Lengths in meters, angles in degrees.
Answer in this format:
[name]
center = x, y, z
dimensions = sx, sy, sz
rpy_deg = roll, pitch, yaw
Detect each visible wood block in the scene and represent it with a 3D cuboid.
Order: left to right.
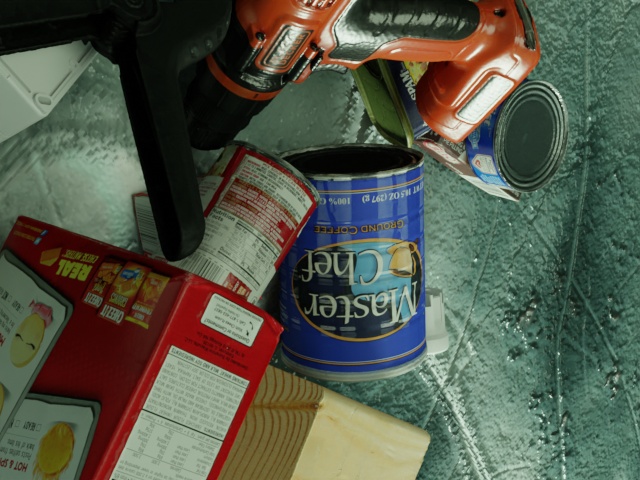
[wood block]
center = -0.011, 0.138, 0.695
dimensions = 0.205, 0.091, 0.090
rpy_deg = 37, 73, -61

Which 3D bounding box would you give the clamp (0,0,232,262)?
[clamp]
center = -0.090, -0.097, 0.515
dimensions = 0.164, 0.036, 0.209
rpy_deg = 39, 50, -11

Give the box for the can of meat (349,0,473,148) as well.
[can of meat]
center = 0.069, -0.129, 0.750
dimensions = 0.084, 0.057, 0.102
rpy_deg = -32, 123, -11

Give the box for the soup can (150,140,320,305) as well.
[soup can]
center = -0.054, 0.001, 0.635
dimensions = 0.068, 0.069, 0.102
rpy_deg = 45, 69, -40

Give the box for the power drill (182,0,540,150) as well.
[power drill]
center = 0.022, -0.106, 0.644
dimensions = 0.187, 0.185, 0.057
rpy_deg = 3, 59, -31

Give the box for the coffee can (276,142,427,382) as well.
[coffee can]
center = 0.021, 0.012, 0.726
dimensions = 0.102, 0.103, 0.140
rpy_deg = -16, 111, -39

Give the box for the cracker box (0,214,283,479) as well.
[cracker box]
center = -0.126, 0.106, 0.494
dimensions = 0.072, 0.164, 0.213
rpy_deg = 31, 78, -41

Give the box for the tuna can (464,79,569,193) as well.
[tuna can]
center = 0.150, -0.081, 0.814
dimensions = 0.085, 0.034, 0.086
rpy_deg = -11, 107, -38

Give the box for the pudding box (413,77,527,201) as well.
[pudding box]
center = 0.130, -0.094, 0.843
dimensions = 0.113, 0.039, 0.090
rpy_deg = 29, 81, -43
